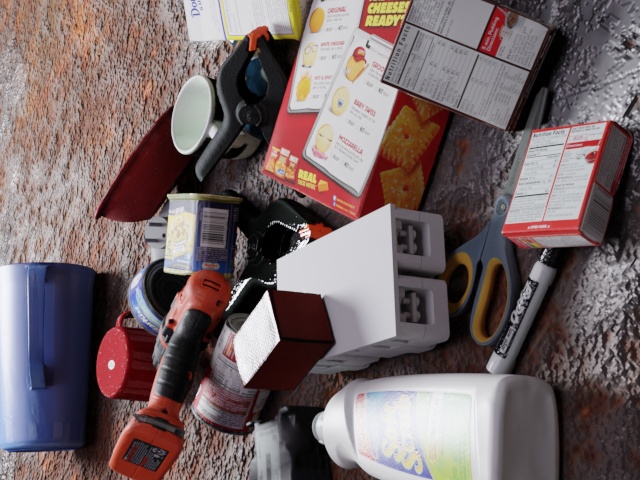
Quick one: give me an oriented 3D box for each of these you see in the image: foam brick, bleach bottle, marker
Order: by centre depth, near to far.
[{"bbox_3d":[0.156,0.046,0.793,0.020,0.020,0.121,41,115,50],"label":"marker"},{"bbox_3d":[0.074,0.158,0.843,0.251,0.068,0.102,-13,70,55],"label":"bleach bottle"},{"bbox_3d":[-0.033,0.086,0.904,0.078,0.051,0.053,-53,41,41],"label":"foam brick"}]

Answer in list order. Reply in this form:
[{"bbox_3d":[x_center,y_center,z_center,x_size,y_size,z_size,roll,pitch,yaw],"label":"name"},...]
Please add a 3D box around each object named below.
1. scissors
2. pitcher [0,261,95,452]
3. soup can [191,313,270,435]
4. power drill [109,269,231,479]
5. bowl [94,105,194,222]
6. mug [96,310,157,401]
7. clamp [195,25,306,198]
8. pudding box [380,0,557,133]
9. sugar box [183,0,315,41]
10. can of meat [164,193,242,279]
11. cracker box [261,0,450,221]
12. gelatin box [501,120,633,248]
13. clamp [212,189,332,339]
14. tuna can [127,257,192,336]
[{"bbox_3d":[0.133,-0.018,0.844,0.096,0.016,0.202,1,82,54],"label":"scissors"},{"bbox_3d":[-0.362,0.150,1.388,0.145,0.149,0.243,-11,75,33],"label":"pitcher"},{"bbox_3d":[-0.079,0.132,1.055,0.069,0.068,0.102,42,115,50],"label":"soup can"},{"bbox_3d":[-0.152,0.141,1.060,0.185,0.057,0.187,121,166,-51],"label":"power drill"},{"bbox_3d":[-0.195,-0.077,1.243,0.162,0.055,0.162,-54,6,7],"label":"bowl"},{"bbox_3d":[-0.203,0.131,1.216,0.093,0.081,0.117,-41,50,41],"label":"mug"},{"bbox_3d":[-0.073,-0.122,1.040,0.039,0.120,0.171,-68,-25,-65],"label":"clamp"},{"bbox_3d":[0.114,-0.145,0.831,0.113,0.039,0.090,25,106,12],"label":"pudding box"},{"bbox_3d":[-0.070,-0.245,1.053,0.177,0.048,0.093,13,116,49],"label":"sugar box"},{"bbox_3d":[-0.124,-0.005,1.110,0.102,0.057,0.084,3,88,63],"label":"can of meat"},{"bbox_3d":[0.044,-0.133,0.950,0.164,0.072,0.214,29,104,52],"label":"cracker box"},{"bbox_3d":[0.176,-0.039,0.761,0.073,0.030,0.089,-3,61,54],"label":"gelatin box"},{"bbox_3d":[-0.057,0.001,1.085,0.210,0.036,0.164,-28,60,52],"label":"clamp"},{"bbox_3d":[-0.167,0.063,1.180,0.034,0.086,0.086,-37,53,42],"label":"tuna can"}]
